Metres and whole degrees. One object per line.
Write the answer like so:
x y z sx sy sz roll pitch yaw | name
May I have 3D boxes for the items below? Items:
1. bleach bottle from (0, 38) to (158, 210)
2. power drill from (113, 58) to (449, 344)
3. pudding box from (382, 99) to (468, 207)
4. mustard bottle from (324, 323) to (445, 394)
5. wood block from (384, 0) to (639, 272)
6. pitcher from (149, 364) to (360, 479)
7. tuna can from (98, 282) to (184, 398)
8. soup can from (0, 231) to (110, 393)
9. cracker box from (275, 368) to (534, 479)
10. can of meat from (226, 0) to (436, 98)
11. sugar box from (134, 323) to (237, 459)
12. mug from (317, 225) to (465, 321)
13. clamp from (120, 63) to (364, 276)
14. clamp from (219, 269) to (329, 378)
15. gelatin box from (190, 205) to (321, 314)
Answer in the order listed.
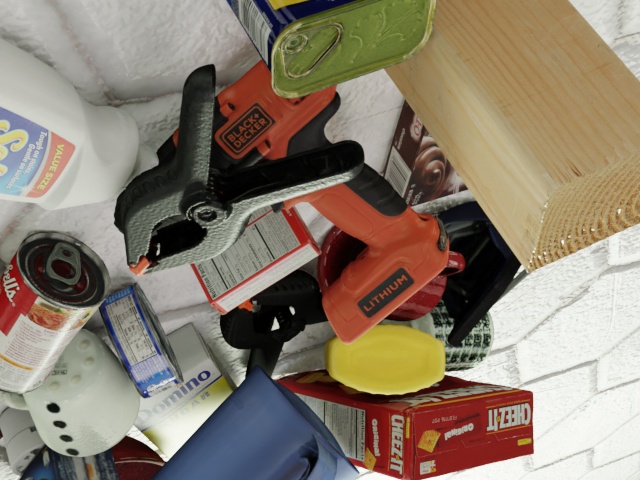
-0.181 -0.070 0.586 0.103 0.068 0.250 -42 150 22 | bleach bottle
-0.020 -0.018 0.715 0.185 0.057 0.187 -39 110 18 | power drill
0.103 -0.082 0.838 0.089 0.039 0.114 -16 148 -24 | pudding box
0.052 0.105 0.960 0.096 0.058 0.191 -1 175 -2 | mustard bottle
0.116 -0.096 0.658 0.090 0.206 0.090 -23 150 -13 | wood block
-0.090 0.237 0.925 0.242 0.145 0.149 -44 155 -6 | pitcher
-0.138 0.078 0.822 0.033 0.086 0.086 -26 150 -6 | tuna can
-0.199 0.052 0.747 0.068 0.068 0.102 3 137 -44 | soup can
0.077 0.171 1.052 0.163 0.072 0.214 -3 -177 -38 | cracker box
0.001 -0.140 0.615 0.102 0.084 0.057 -21 149 -15 | can of meat
-0.124 0.148 0.981 0.093 0.048 0.176 -29 152 -3 | sugar box
0.067 0.024 0.908 0.117 0.093 0.081 -12 165 29 | mug
-0.072 -0.036 0.636 0.172 0.039 0.120 -33 128 28 | clamp
-0.023 0.065 0.953 0.164 0.036 0.210 -32 154 1 | clamp
-0.055 0.001 0.790 0.089 0.073 0.030 -33 152 5 | gelatin box
